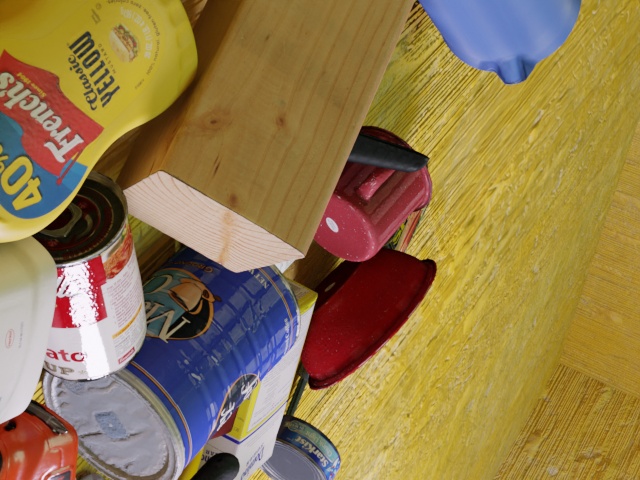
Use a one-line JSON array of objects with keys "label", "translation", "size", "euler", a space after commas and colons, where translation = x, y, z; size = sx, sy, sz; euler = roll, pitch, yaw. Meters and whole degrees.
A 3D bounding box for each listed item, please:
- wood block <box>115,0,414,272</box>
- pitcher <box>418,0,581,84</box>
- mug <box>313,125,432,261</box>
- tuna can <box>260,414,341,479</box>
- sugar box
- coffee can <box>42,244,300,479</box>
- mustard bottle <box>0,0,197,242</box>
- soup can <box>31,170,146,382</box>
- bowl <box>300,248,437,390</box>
[{"label": "wood block", "translation": [-0.024, -0.096, 0.594], "size": [0.091, 0.090, 0.206], "euler": [-14, -130, 60]}, {"label": "pitcher", "translation": [0.127, -0.242, 0.870], "size": [0.145, 0.149, 0.242], "euler": [-53, 158, 7]}, {"label": "mug", "translation": [0.039, -0.041, 0.891], "size": [0.081, 0.093, 0.117], "euler": [-47, -178, -32]}, {"label": "tuna can", "translation": [-0.024, 0.209, 1.036], "size": [0.033, 0.086, 0.086], "euler": [-53, 157, -36]}, {"label": "sugar box", "translation": [-0.058, 0.125, 0.912], "size": [0.093, 0.048, 0.176], "euler": [-32, 145, -60]}, {"label": "coffee can", "translation": [-0.091, 0.074, 0.681], "size": [0.140, 0.103, 0.103], "euler": [-46, 152, -44]}, {"label": "mustard bottle", "translation": [-0.137, -0.056, 0.470], "size": [0.191, 0.058, 0.096], "euler": [-52, 135, -32]}, {"label": "soup can", "translation": [-0.131, 0.020, 0.569], "size": [0.068, 0.069, 0.102], "euler": [-51, 156, -35]}, {"label": "bowl", "translation": [0.029, 0.058, 0.964], "size": [0.162, 0.055, 0.162], "euler": [-45, -171, 8]}]
